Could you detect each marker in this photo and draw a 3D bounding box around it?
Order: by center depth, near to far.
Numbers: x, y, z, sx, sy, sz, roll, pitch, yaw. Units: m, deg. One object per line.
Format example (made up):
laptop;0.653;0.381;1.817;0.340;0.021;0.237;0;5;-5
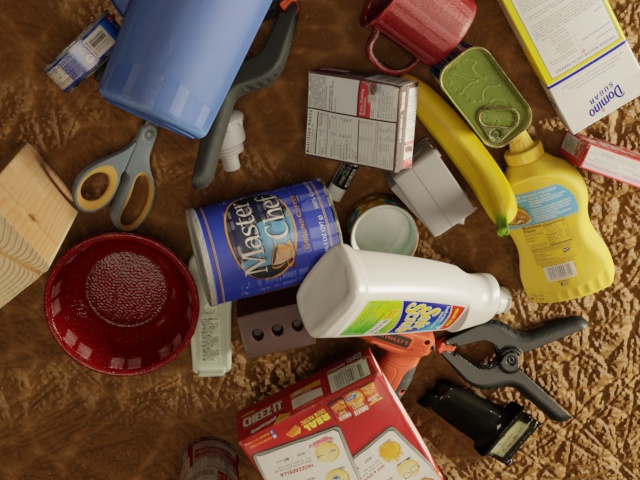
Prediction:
marker;0.041;-0.096;1.120;0.020;0.020;0.121;26;104;-12

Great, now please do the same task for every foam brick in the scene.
foam brick;-0.048;0.088;1.156;0.078;0.051;0.053;-14;109;0

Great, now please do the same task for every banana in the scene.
banana;0.148;-0.091;1.095;0.037;0.069;0.198;-37;77;14

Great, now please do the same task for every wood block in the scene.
wood block;-0.303;-0.014;1.024;0.090;0.206;0.090;-38;106;8

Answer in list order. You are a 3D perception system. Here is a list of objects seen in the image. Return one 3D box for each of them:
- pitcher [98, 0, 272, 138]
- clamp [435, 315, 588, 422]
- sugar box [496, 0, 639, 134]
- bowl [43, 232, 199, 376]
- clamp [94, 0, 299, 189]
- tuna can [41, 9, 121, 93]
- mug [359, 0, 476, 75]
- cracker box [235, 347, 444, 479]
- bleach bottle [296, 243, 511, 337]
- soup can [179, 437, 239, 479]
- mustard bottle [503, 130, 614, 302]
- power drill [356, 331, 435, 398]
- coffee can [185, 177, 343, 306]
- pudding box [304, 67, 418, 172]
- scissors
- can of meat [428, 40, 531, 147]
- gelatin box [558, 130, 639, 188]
pitcher;-0.120;-0.227;0.981;0.144;0.149;0.243;23;90;-48
clamp;0.217;0.123;1.193;0.171;0.039;0.120;19;85;-7
sugar box;0.251;-0.203;1.072;0.093;0.048;0.176;-31;121;8
bowl;-0.208;0.061;1.134;0.162;0.055;0.162;-1;108;-4
clamp;-0.110;-0.176;1.058;0.164;0.036;0.210;41;86;9
tuna can;-0.228;-0.183;1.038;0.086;0.086;0.033;-40;108;9
mug;0.092;-0.216;1.047;0.081;0.093;0.117;33;92;-18
cracker box;0.031;0.241;1.146;0.164;0.072;0.213;-28;113;5
bleach bottle;0.104;0.056;1.104;0.250;0.068;0.103;3;143;-35
soup can;-0.123;0.272;1.184;0.068;0.102;0.068;-1;108;-4
mustard bottle;0.238;-0.031;1.132;0.096;0.058;0.191;-15;109;27
power drill;0.033;0.160;1.184;0.184;0.057;0.188;16;109;-13
coffee can;-0.057;0.001;1.089;0.140;0.103;0.103;-14;109;-10
pudding box;0.039;-0.122;1.074;0.114;0.039;0.090;15;112;31
scissors;-0.196;-0.104;1.088;0.096;0.016;0.202;3;110;-31
can of meat;0.158;-0.151;1.076;0.057;0.084;0.102;-39;106;8
gelatin box;0.303;-0.084;1.114;0.089;0.073;0.030;17;105;-9
